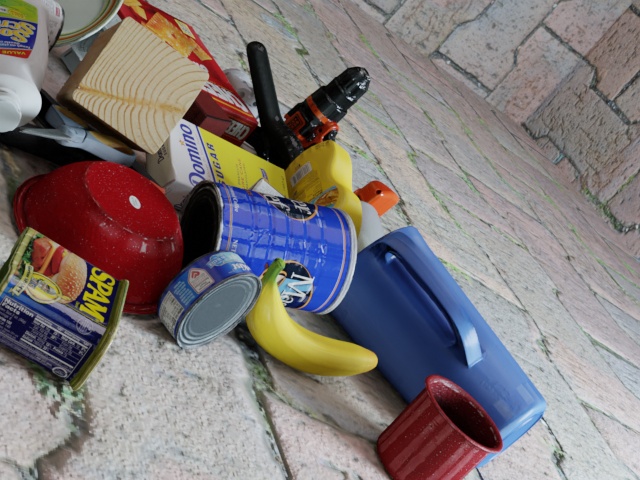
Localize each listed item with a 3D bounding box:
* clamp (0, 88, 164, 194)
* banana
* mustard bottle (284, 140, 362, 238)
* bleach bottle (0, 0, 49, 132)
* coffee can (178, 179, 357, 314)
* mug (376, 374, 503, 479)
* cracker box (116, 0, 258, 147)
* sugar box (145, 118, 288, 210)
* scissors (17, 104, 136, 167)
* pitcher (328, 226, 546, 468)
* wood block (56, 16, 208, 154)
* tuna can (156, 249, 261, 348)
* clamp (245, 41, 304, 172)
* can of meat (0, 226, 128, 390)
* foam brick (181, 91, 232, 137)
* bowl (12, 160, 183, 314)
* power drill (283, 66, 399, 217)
[{"bbox_3d":[-0.226,-0.087,1.008,0.171,0.039,0.120,33,26,-19],"label":"clamp"},{"bbox_3d":[-0.016,0.087,0.976,0.197,0.070,0.037,47,23,-48],"label":"banana"},{"bbox_3d":[0.003,-0.026,1.198,0.058,0.096,0.191,36,25,-31],"label":"mustard bottle"},{"bbox_3d":[-0.287,-0.161,0.965,0.102,0.068,0.251,12,25,-26],"label":"bleach bottle"},{"bbox_3d":[-0.052,0.008,0.983,0.140,0.103,0.103,12,31,-29],"label":"coffee can"},{"bbox_3d":[0.108,0.181,0.989,0.093,0.082,0.117,40,18,-3],"label":"mug"},{"bbox_3d":[-0.190,-0.212,1.324,0.163,0.072,0.214,19,29,-49],"label":"cracker box"},{"bbox_3d":[-0.107,-0.063,1.148,0.176,0.048,0.093,26,42,-44],"label":"sugar box"},{"bbox_3d":[-0.224,-0.097,0.901,0.096,0.016,0.201,35,6,19],"label":"scissors"},{"bbox_3d":[0.120,0.108,1.105,0.243,0.145,0.149,51,21,20],"label":"pitcher"},{"bbox_3d":[-0.187,-0.146,1.025,0.090,0.090,0.206,36,-4,-19],"label":"wood block"},{"bbox_3d":[-0.093,0.048,0.885,0.034,0.086,0.086,48,19,24],"label":"tuna can"},{"bbox_3d":[-0.066,-0.124,1.352,0.036,0.165,0.210,-18,75,-26],"label":"clamp"},{"bbox_3d":[-0.188,0.045,0.746,0.084,0.057,0.102,33,19,-16],"label":"can of meat"},{"bbox_3d":[-0.149,-0.124,1.193,0.053,0.078,0.051,51,19,21],"label":"foam brick"},{"bbox_3d":[-0.172,-0.016,0.894,0.162,0.055,0.162,33,26,-19],"label":"bowl"},{"bbox_3d":[0.024,-0.108,1.369,0.057,0.185,0.188,13,42,-55],"label":"power drill"}]
